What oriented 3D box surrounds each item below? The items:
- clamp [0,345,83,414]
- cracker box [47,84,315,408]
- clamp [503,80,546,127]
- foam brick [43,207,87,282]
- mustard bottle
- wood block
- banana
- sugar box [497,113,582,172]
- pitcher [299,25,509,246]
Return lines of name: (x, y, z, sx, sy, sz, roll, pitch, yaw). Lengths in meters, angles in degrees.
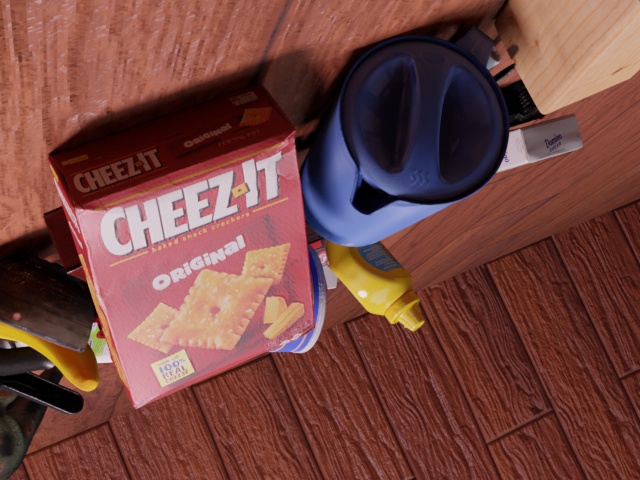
clamp: (-0.322, 0.124, 1.066, 0.171, 0.039, 0.120, 13, 140, 0)
cracker box: (-0.093, 0.010, 0.799, 0.164, 0.072, 0.214, -22, 136, -17)
clamp: (0.221, -0.153, 1.116, 0.165, 0.036, 0.209, -28, 173, 23)
foam brick: (-0.187, -0.001, 0.886, 0.053, 0.051, 0.078, -24, 171, -3)
mustard bottle: (0.044, 0.022, 1.157, 0.058, 0.192, 0.096, -47, 163, 18)
wood block: (0.209, -0.177, 0.770, 0.090, 0.090, 0.206, -23, 171, -11)
banana: (-0.276, 0.093, 1.003, 0.198, 0.069, 0.037, 11, 146, 24)
sugar box: (0.203, -0.100, 1.227, 0.093, 0.048, 0.177, -17, -175, -34)
pitcher: (0.060, -0.076, 0.903, 0.149, 0.145, 0.243, -9, 171, -14)
